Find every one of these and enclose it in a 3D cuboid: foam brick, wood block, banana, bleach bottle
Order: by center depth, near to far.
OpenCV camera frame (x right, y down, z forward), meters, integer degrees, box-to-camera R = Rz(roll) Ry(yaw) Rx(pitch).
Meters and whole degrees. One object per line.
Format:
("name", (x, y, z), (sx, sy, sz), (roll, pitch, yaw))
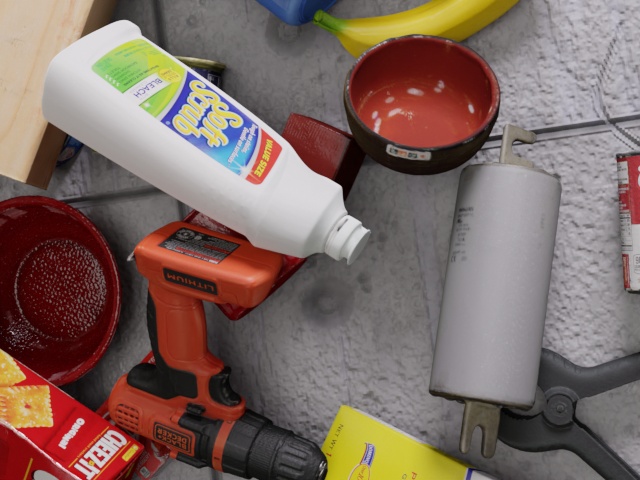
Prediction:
("bleach bottle", (-0.073, -0.063, 0.763), (0.251, 0.102, 0.068), (32, 130, 13))
("banana", (0.097, -0.178, 0.800), (0.198, 0.069, 0.037), (-22, 53, 12))
("foam brick", (-0.001, -0.063, 0.820), (0.051, 0.078, 0.053), (25, 97, 11))
("wood block", (-0.227, -0.153, 0.830), (0.090, 0.091, 0.206), (20, 88, -4))

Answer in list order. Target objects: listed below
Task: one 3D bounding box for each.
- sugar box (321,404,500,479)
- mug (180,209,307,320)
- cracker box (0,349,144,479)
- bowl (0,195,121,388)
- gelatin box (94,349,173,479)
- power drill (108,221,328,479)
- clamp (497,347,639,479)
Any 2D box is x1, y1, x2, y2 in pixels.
("sugar box", (0.076, 0.201, 0.795), (0.176, 0.048, 0.093), (22, 86, 30))
("mug", (-0.055, 0.001, 0.837), (0.117, 0.093, 0.081), (-40, 86, -17))
("cracker box", (-0.267, 0.176, 0.863), (0.214, 0.072, 0.164), (33, 126, 9))
("bowl", (-0.230, 0.043, 0.894), (0.162, 0.055, 0.162), (0, 91, 15))
("gelatin box", (-0.138, 0.144, 0.885), (0.073, 0.030, 0.089), (45, 101, 9))
("power drill", (-0.073, 0.090, 0.788), (0.185, 0.057, 0.188), (16, 119, 18))
("clamp", (0.185, 0.134, 0.795), (0.172, 0.039, 0.120), (1, 82, 20))
